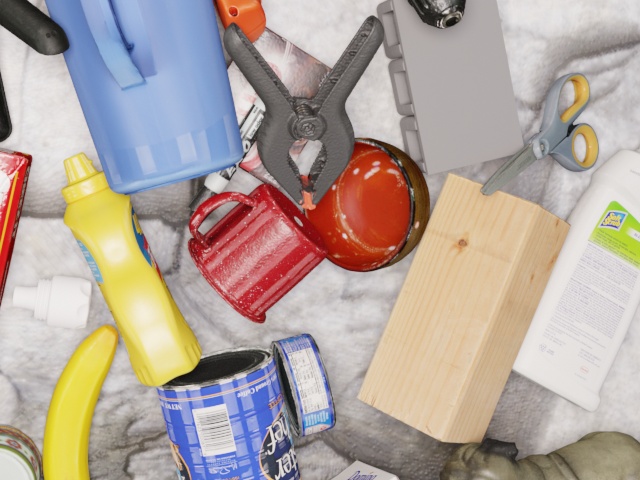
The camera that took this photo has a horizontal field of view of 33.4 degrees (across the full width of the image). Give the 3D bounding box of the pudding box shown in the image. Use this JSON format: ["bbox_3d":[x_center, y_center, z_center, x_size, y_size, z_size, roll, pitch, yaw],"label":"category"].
[{"bbox_3d":[-0.047,-0.114,0.900,0.090,0.039,0.113,31,91,-13],"label":"pudding box"}]

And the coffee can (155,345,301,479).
[{"bbox_3d":[-0.074,0.171,0.894,0.102,0.103,0.140,-14,98,-9],"label":"coffee can"}]

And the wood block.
[{"bbox_3d":[0.123,0.060,0.910,0.091,0.090,0.206,23,92,32],"label":"wood block"}]

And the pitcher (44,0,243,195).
[{"bbox_3d":[-0.140,-0.161,0.799,0.148,0.145,0.243,-20,98,-39],"label":"pitcher"}]

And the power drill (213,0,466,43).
[{"bbox_3d":[0.004,-0.218,0.854,0.187,0.057,0.184,-21,62,-7],"label":"power drill"}]

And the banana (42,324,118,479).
[{"bbox_3d":[-0.200,0.170,0.898,0.069,0.037,0.198,-2,91,4],"label":"banana"}]

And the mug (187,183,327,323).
[{"bbox_3d":[-0.056,0.001,0.871,0.081,0.093,0.117,-42,126,10],"label":"mug"}]

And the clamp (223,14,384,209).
[{"bbox_3d":[-0.022,-0.102,0.841,0.120,0.039,0.171,7,124,-4],"label":"clamp"}]

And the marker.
[{"bbox_3d":[-0.072,-0.069,0.874,0.020,0.020,0.121,32,96,-13],"label":"marker"}]

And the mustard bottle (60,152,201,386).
[{"bbox_3d":[-0.160,0.019,0.864,0.058,0.096,0.191,-25,100,-7],"label":"mustard bottle"}]

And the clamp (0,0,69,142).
[{"bbox_3d":[-0.262,-0.192,0.808,0.036,0.165,0.210,-26,93,-38],"label":"clamp"}]

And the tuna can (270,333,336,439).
[{"bbox_3d":[-0.015,0.123,0.909,0.033,0.086,0.086,-14,99,-11],"label":"tuna can"}]

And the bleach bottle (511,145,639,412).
[{"bbox_3d":[0.258,0.021,0.964,0.102,0.068,0.251,29,88,-13],"label":"bleach bottle"}]

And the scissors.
[{"bbox_3d":[0.195,-0.068,0.914,0.201,0.016,0.096,-54,124,-36],"label":"scissors"}]
